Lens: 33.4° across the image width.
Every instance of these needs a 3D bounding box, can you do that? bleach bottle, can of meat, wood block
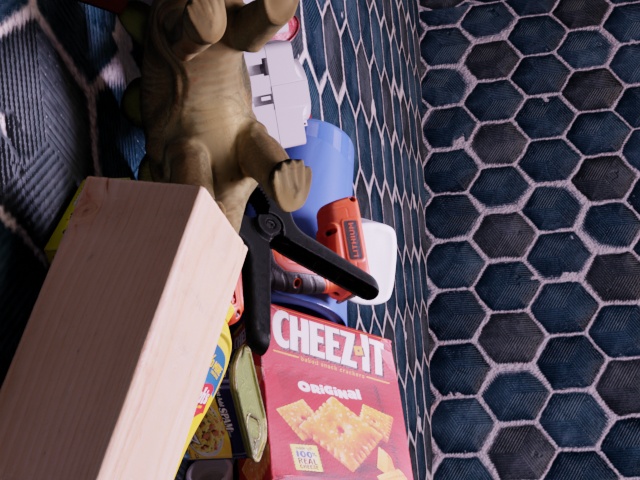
[{"bbox_3d":[0.016,0.016,1.373,0.251,0.068,0.102,-167,-97,-69],"label":"bleach bottle"},{"bbox_3d":[-0.099,0.144,0.932,0.057,0.084,0.102,-72,154,-62],"label":"can of meat"},{"bbox_3d":[-0.129,0.072,0.682,0.090,0.091,0.206,59,42,-56],"label":"wood block"}]

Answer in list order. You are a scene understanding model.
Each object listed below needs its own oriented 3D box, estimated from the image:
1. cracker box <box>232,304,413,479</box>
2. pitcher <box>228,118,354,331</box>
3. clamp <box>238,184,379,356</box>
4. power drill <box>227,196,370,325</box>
[{"bbox_3d":[0.002,0.177,1.050,0.072,0.164,0.213,-50,-148,37],"label":"cracker box"},{"bbox_3d":[-0.022,-0.006,1.195,0.149,0.145,0.242,131,-29,-57],"label":"pitcher"},{"bbox_3d":[-0.056,0.001,0.974,0.210,0.036,0.164,51,43,7],"label":"clamp"},{"bbox_3d":[-0.050,-0.007,1.049,0.057,0.187,0.184,-35,-120,58],"label":"power drill"}]
